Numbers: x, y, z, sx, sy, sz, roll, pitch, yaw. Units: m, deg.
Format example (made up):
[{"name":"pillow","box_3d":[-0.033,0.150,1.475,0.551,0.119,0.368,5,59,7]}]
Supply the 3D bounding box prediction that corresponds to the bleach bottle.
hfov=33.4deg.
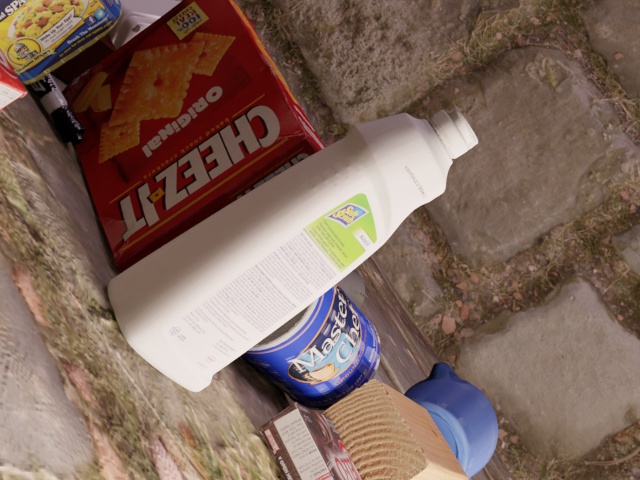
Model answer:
[{"name":"bleach bottle","box_3d":[-0.009,-0.002,0.693,0.102,0.251,0.068,49,11,-53]}]

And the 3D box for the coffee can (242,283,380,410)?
[{"name":"coffee can","box_3d":[-0.020,0.074,0.921,0.140,0.103,0.103,50,10,-51]}]

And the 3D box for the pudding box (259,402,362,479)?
[{"name":"pudding box","box_3d":[0.001,0.180,0.840,0.090,0.039,0.113,60,7,21]}]

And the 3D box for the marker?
[{"name":"marker","box_3d":[-0.213,-0.124,0.804,0.121,0.020,0.020,58,6,5]}]

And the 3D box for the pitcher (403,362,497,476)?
[{"name":"pitcher","box_3d":[0.130,0.239,1.228,0.149,0.145,0.242,46,7,12]}]

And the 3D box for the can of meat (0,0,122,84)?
[{"name":"can of meat","box_3d":[-0.201,-0.168,0.746,0.057,0.102,0.084,61,6,34]}]

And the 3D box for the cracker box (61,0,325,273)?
[{"name":"cracker box","box_3d":[-0.098,-0.081,0.805,0.072,0.164,0.214,48,11,-47]}]

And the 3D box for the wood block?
[{"name":"wood block","box_3d":[0.063,0.201,0.988,0.091,0.090,0.206,59,6,23]}]

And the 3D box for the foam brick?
[{"name":"foam brick","box_3d":[-0.215,-0.173,0.891,0.053,0.051,0.078,60,7,17]}]
